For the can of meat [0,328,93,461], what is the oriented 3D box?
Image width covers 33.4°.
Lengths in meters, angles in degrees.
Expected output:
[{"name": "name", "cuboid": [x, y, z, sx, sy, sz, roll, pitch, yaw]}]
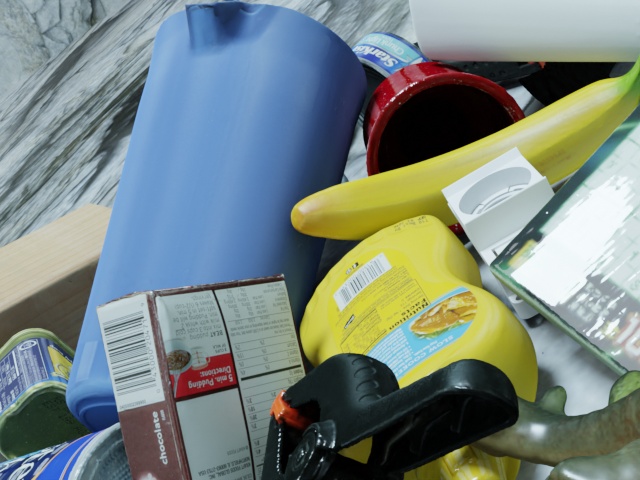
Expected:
[{"name": "can of meat", "cuboid": [-0.147, 0.109, 0.625, 0.057, 0.102, 0.084, -46, 25, -4]}]

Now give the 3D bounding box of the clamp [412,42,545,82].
[{"name": "clamp", "cuboid": [0.126, -0.159, 0.795, 0.164, 0.036, 0.210, -40, 22, -9]}]

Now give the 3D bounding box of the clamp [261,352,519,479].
[{"name": "clamp", "cuboid": [0.005, 0.092, 0.371, 0.120, 0.039, 0.172, -59, 10, -9]}]

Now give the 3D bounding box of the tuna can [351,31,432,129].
[{"name": "tuna can", "cuboid": [0.051, -0.102, 0.737, 0.033, 0.086, 0.086, -45, 22, -18]}]

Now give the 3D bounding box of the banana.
[{"name": "banana", "cuboid": [0.082, -0.041, 0.557, 0.198, 0.069, 0.037, -25, 53, 10]}]

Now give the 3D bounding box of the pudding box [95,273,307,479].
[{"name": "pudding box", "cuboid": [-0.044, 0.075, 0.474, 0.039, 0.113, 0.089, -16, -7, 38]}]

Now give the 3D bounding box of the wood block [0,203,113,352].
[{"name": "wood block", "cuboid": [-0.203, 0.063, 0.716, 0.205, 0.091, 0.090, -32, 31, -35]}]

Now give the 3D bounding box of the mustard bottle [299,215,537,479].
[{"name": "mustard bottle", "cuboid": [0.045, 0.059, 0.473, 0.096, 0.058, 0.192, -40, 21, 7]}]

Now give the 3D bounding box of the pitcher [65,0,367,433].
[{"name": "pitcher", "cuboid": [-0.054, 0.001, 0.608, 0.145, 0.149, 0.242, -36, 36, 55]}]

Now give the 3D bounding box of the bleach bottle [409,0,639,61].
[{"name": "bleach bottle", "cuboid": [0.171, -0.128, 0.557, 0.251, 0.068, 0.102, 13, 37, 43]}]

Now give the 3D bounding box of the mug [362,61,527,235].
[{"name": "mug", "cuboid": [0.080, -0.060, 0.625, 0.117, 0.093, 0.081, -7, 19, -2]}]
